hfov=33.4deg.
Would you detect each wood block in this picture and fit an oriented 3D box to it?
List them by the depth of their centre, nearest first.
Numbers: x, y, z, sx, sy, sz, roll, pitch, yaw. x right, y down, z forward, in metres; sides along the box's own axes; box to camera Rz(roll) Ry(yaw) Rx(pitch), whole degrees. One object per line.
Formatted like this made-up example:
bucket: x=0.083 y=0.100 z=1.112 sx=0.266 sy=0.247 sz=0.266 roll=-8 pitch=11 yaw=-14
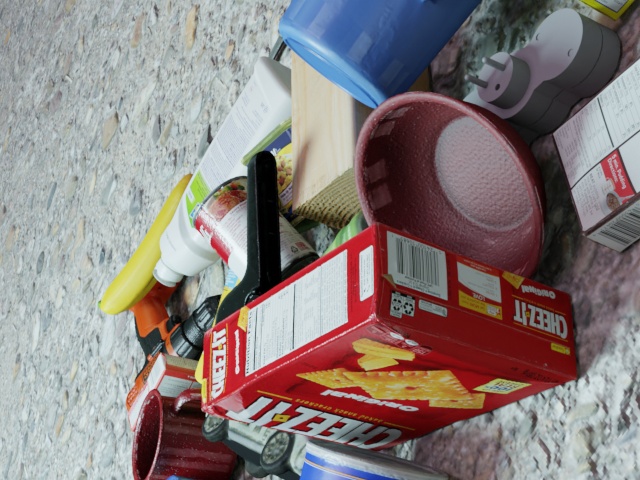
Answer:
wood block: x=0.035 y=-0.118 z=0.915 sx=0.090 sy=0.090 sz=0.206 roll=-35 pitch=46 yaw=46

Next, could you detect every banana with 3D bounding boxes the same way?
banana: x=-0.191 y=0.015 z=1.172 sx=0.198 sy=0.037 sz=0.070 roll=-51 pitch=39 yaw=15

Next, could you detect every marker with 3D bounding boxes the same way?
marker: x=0.086 y=0.033 z=0.823 sx=0.121 sy=0.020 sz=0.020 roll=-66 pitch=30 yaw=11

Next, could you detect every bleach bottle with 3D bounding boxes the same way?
bleach bottle: x=-0.096 y=-0.060 z=1.095 sx=0.251 sy=0.068 sz=0.103 roll=-53 pitch=35 yaw=18

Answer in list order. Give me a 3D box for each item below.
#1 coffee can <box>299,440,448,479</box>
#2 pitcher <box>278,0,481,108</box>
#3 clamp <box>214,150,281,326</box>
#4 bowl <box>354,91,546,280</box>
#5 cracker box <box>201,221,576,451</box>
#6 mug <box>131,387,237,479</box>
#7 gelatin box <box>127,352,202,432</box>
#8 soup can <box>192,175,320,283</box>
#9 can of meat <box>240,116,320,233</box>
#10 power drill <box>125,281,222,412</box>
coffee can: x=0.024 y=0.220 z=0.745 sx=0.103 sy=0.102 sz=0.140 roll=3 pitch=78 yaw=60
pitcher: x=0.081 y=-0.220 z=0.783 sx=0.145 sy=0.149 sz=0.243 roll=37 pitch=92 yaw=24
clamp: x=-0.031 y=0.054 z=0.853 sx=0.165 sy=0.036 sz=0.210 roll=35 pitch=113 yaw=40
bowl: x=0.101 y=-0.037 z=0.751 sx=0.162 sy=0.055 sz=0.162 roll=27 pitch=133 yaw=33
cracker box: x=0.040 y=0.079 z=0.731 sx=0.214 sy=0.164 sz=0.072 roll=-34 pitch=46 yaw=47
mug: x=-0.125 y=0.185 z=1.021 sx=0.093 sy=0.081 sz=0.117 roll=-109 pitch=38 yaw=-52
gelatin box: x=-0.146 y=0.162 z=1.090 sx=0.089 sy=0.073 sz=0.030 roll=-60 pitch=31 yaw=22
soup can: x=-0.056 y=0.001 z=0.945 sx=0.102 sy=0.068 sz=0.069 roll=47 pitch=121 yaw=19
can of meat: x=-0.017 y=-0.059 z=0.977 sx=0.102 sy=0.057 sz=0.084 roll=-36 pitch=74 yaw=48
power drill: x=-0.163 y=0.081 z=1.175 sx=0.185 sy=0.057 sz=0.188 roll=-49 pitch=36 yaw=25
